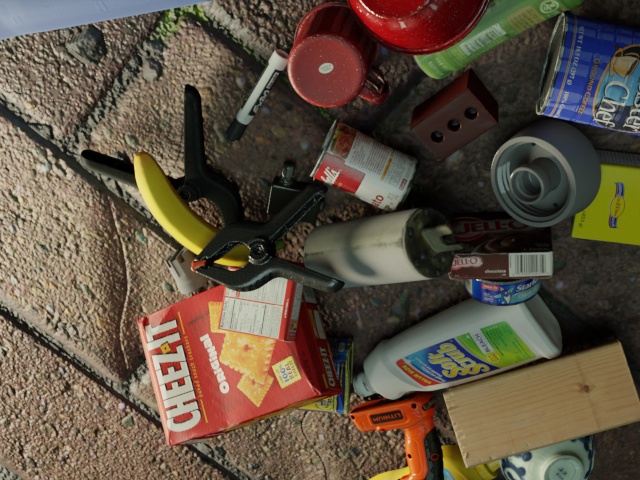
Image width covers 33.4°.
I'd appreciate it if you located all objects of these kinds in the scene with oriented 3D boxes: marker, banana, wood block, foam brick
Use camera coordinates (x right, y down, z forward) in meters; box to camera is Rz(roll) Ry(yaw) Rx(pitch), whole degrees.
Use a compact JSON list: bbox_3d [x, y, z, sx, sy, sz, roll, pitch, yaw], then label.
[{"bbox_3d":[-0.070,-0.155,1.162,0.020,0.020,0.121,31,121,-8],"label":"marker"},{"bbox_3d":[-0.138,-0.024,1.202,0.197,0.037,0.070,33,97,-18],"label":"banana"},{"bbox_3d":[0.257,0.188,1.231,0.206,0.090,0.091,-18,83,12],"label":"wood block"},{"bbox_3d":[0.141,-0.131,1.118,0.078,0.051,0.053,-35,109,26],"label":"foam brick"}]

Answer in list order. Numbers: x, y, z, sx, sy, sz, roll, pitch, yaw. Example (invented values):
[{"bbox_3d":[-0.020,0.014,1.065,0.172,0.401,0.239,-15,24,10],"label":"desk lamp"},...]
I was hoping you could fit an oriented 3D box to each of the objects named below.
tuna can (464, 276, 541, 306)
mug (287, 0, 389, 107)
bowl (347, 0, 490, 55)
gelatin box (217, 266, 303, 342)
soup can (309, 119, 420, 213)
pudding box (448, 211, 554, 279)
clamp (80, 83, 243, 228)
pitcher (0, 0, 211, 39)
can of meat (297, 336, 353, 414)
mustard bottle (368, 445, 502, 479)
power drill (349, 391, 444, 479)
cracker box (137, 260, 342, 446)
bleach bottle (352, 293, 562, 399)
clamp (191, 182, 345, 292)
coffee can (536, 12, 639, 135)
[{"bbox_3d":[0.202,0.037,1.185,0.086,0.086,0.034,0,121,11],"label":"tuna can"},{"bbox_3d":[0.021,-0.180,1.093,0.117,0.081,0.093,38,120,-12],"label":"mug"},{"bbox_3d":[0.081,-0.255,1.006,0.162,0.055,0.162,7,104,29],"label":"bowl"},{"bbox_3d":[-0.067,0.071,1.196,0.089,0.030,0.073,7,86,27],"label":"gelatin box"},{"bbox_3d":[0.048,-0.079,1.156,0.102,0.068,0.069,25,121,-5],"label":"soup can"},{"bbox_3d":[0.196,0.004,1.165,0.113,0.090,0.039,0,122,9],"label":"pudding box"},{"bbox_3d":[-0.147,-0.069,1.217,0.165,0.036,0.210,-35,111,24],"label":"clamp"},{"bbox_3d":[-0.227,-0.282,1.049,0.243,0.149,0.145,-5,108,10],"label":"pitcher"},{"bbox_3d":[-0.004,0.164,1.316,0.084,0.057,0.102,4,121,6],"label":"can of meat"},{"bbox_3d":[0.155,0.316,1.374,0.192,0.058,0.096,-33,100,26],"label":"mustard bottle"},{"bbox_3d":[0.099,0.291,1.331,0.185,0.057,0.187,-17,92,21],"label":"power drill"},{"bbox_3d":[-0.099,0.135,1.260,0.214,0.072,0.164,-22,75,21],"label":"cracker box"},{"bbox_3d":[0.152,0.135,1.268,0.251,0.068,0.102,-28,116,27],"label":"bleach bottle"},{"bbox_3d":[-0.058,0.001,1.164,0.171,0.120,0.039,-4,164,14],"label":"clamp"},{"bbox_3d":[0.293,-0.158,1.044,0.140,0.102,0.103,13,122,3],"label":"coffee can"}]
